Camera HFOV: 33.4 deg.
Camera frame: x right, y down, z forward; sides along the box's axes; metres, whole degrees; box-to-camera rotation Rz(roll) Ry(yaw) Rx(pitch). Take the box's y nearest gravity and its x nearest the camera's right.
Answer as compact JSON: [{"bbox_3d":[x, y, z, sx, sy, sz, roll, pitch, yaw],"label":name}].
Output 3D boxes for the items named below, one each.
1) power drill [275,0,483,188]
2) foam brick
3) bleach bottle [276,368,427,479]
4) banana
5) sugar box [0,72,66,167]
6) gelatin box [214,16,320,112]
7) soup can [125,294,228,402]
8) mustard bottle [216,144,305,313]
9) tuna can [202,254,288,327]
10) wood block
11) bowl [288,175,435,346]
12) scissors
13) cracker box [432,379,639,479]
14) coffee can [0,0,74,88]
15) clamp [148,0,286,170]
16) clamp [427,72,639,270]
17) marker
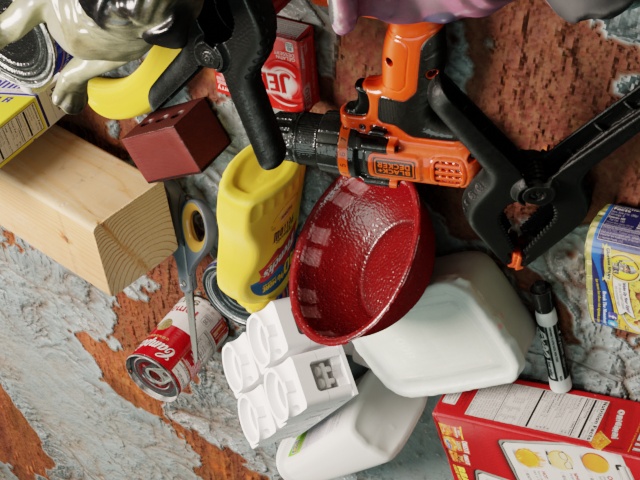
[{"bbox_3d":[0.032,-0.123,0.788,0.185,0.057,0.187,8,136,16],"label":"power drill"},{"bbox_3d":[-0.131,-0.091,0.973,0.078,0.053,0.051,-8,123,42],"label":"foam brick"},{"bbox_3d":[0.016,0.204,1.128,0.068,0.102,0.251,37,150,-7],"label":"bleach bottle"},{"bbox_3d":[-0.162,-0.149,0.952,0.198,0.037,0.069,-15,119,46],"label":"banana"},{"bbox_3d":[-0.327,-0.105,1.018,0.093,0.176,0.048,13,137,29],"label":"sugar box"},{"bbox_3d":[-0.046,-0.146,0.866,0.089,0.030,0.073,20,139,24],"label":"gelatin box"},{"bbox_3d":[-0.154,0.116,1.158,0.069,0.102,0.068,22,139,20],"label":"soup can"},{"bbox_3d":[-0.056,0.001,0.968,0.058,0.096,0.192,26,140,16],"label":"mustard bottle"},{"bbox_3d":[-0.077,0.048,1.083,0.086,0.033,0.086,22,139,20],"label":"tuna can"},{"bbox_3d":[-0.250,-0.041,1.062,0.206,0.090,0.091,28,142,32],"label":"wood block"},{"bbox_3d":[0.044,0.016,0.886,0.055,0.162,0.162,23,153,-34],"label":"bowl"},{"bbox_3d":[-0.123,0.036,1.068,0.096,0.016,0.202,3,111,50],"label":"scissors"},{"bbox_3d":[0.225,0.209,0.969,0.214,0.072,0.164,7,132,34],"label":"cracker box"},{"bbox_3d":[-0.207,-0.202,0.852,0.103,0.140,0.103,22,139,21],"label":"coffee can"},{"bbox_3d":[-0.078,-0.136,0.760,0.120,0.039,0.171,17,131,19],"label":"clamp"},{"bbox_3d":[0.163,-0.050,0.764,0.164,0.036,0.210,-4,144,6],"label":"clamp"},{"bbox_3d":[0.195,0.081,0.906,0.020,0.020,0.121,8,133,34],"label":"marker"}]
